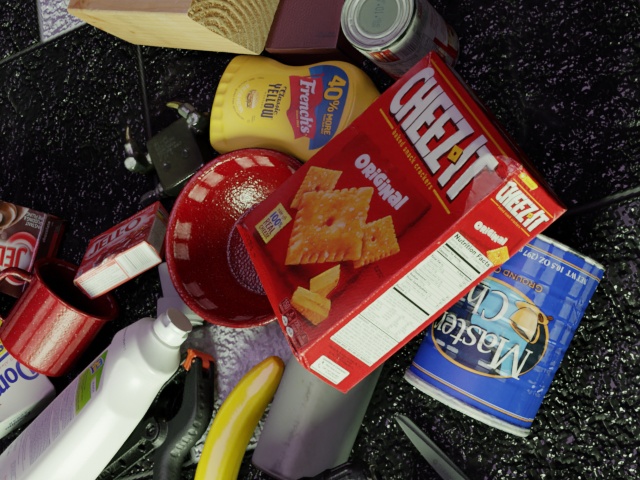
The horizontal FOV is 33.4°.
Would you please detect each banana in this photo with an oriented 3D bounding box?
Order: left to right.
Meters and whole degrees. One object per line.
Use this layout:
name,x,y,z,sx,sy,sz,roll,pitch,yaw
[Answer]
banana,-0.077,0.195,0.932,0.070,0.037,0.198,5,79,33

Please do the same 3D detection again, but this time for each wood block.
wood block,-0.137,-0.236,1.002,0.206,0.090,0.091,14,85,47

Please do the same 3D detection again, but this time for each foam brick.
foam brick,-0.003,-0.190,0.973,0.078,0.051,0.053,6,83,29

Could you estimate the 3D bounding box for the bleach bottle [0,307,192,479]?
bleach bottle,-0.203,0.160,0.965,0.251,0.068,0.102,-46,31,19

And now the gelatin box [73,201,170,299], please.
gelatin box,-0.187,0.009,1.017,0.089,0.030,0.073,-27,27,19

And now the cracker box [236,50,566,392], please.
cracker box,0.050,-0.018,0.800,0.214,0.072,0.164,-42,42,14

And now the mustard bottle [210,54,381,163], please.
mustard bottle,-0.004,-0.113,0.951,0.192,0.058,0.096,9,77,29

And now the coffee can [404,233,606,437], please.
coffee can,0.139,0.063,0.809,0.103,0.102,0.140,26,91,30

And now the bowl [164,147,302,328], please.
bowl,-0.056,0.001,0.951,0.162,0.055,0.162,-5,78,23

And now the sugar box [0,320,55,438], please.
sugar box,-0.346,0.110,1.045,0.093,0.048,0.176,-33,72,-30

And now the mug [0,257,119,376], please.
mug,-0.264,0.070,1.022,0.081,0.117,0.093,-53,21,14

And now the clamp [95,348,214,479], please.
clamp,-0.138,0.185,0.965,0.120,0.039,0.171,35,98,34

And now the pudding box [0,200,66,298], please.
pudding box,-0.325,0.006,1.107,0.114,0.039,0.090,15,87,31

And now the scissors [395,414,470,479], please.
scissors,0.142,0.200,0.827,0.096,0.016,0.202,-35,65,15

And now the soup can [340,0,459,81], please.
soup can,0.068,-0.174,0.901,0.069,0.102,0.068,-6,76,27
